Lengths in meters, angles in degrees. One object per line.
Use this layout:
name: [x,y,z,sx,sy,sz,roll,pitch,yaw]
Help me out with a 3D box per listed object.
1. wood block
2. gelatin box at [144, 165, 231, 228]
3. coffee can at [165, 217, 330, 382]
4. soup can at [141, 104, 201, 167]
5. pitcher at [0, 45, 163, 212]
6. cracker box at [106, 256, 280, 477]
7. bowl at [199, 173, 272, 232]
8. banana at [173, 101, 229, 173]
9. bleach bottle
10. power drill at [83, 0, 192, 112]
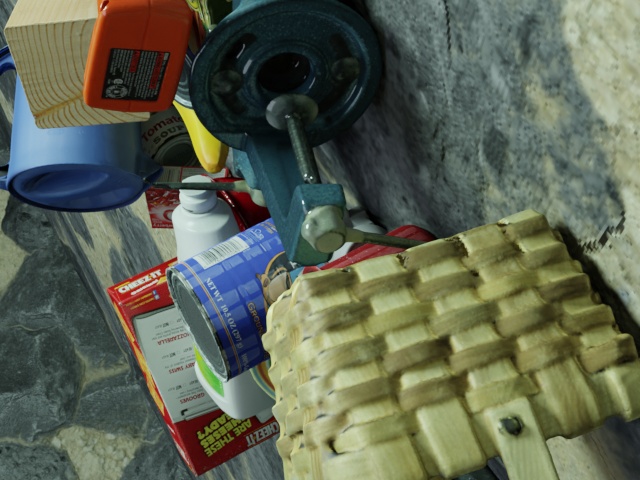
wood block: [-0.171,-0.185,0.842,0.206,0.091,0.090,-89,-6,-49]
gelatin box: [-0.136,-0.043,1.115,0.073,0.089,0.030,89,-176,-52]
coffee can: [-0.039,0.037,0.859,0.103,0.140,0.103,53,160,28]
soup can: [-0.174,-0.118,1.145,0.102,0.068,0.068,51,159,33]
pitcher: [-0.254,-0.157,1.071,0.145,0.149,0.243,-19,67,37]
cracker box: [-0.107,0.114,1.130,0.072,0.164,0.213,29,142,64]
bowl: [-0.057,0.001,1.001,0.162,0.055,0.162,53,160,28]
banana: [-0.137,-0.138,1.013,0.198,0.069,0.037,47,141,19]
bleach bottle: [-0.094,0.046,0.978,0.103,0.068,0.251,44,152,45]
power drill: [-0.115,-0.188,0.654,0.185,0.057,0.187,116,151,-56]
